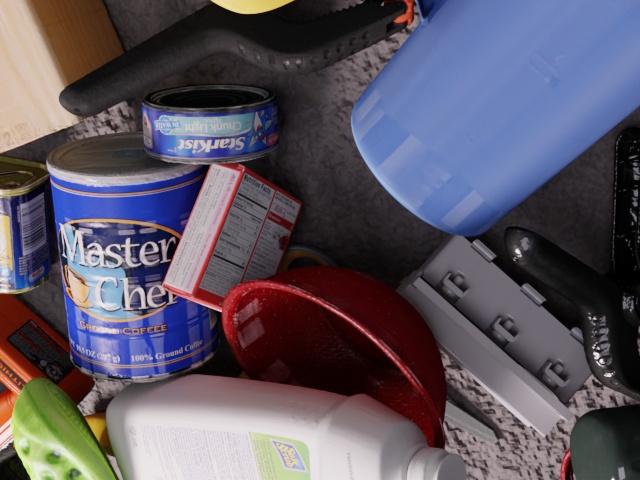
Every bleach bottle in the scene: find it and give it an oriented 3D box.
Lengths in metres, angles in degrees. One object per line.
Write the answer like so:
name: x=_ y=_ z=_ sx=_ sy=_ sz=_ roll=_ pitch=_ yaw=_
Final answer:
bleach bottle: x=-0.022 y=0.136 z=0.647 sx=0.251 sy=0.068 sz=0.102 roll=-1 pitch=114 yaw=41

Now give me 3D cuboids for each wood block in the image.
wood block: x=-0.207 y=-0.167 z=0.676 sx=0.090 sy=0.090 sz=0.206 roll=-17 pitch=103 yaw=22

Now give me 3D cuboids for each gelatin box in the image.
gelatin box: x=-0.054 y=0.001 z=0.677 sx=0.030 sy=0.073 sz=0.089 roll=17 pitch=84 yaw=33

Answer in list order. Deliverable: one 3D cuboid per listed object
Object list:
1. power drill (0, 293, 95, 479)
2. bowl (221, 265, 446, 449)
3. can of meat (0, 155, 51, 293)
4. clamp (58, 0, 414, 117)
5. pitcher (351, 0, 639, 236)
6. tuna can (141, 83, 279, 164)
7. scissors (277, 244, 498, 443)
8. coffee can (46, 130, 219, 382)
power drill: x=-0.276 y=0.125 z=0.829 sx=0.184 sy=0.057 sz=0.188 roll=41 pitch=120 yaw=-3
bowl: x=0.019 y=0.069 z=0.649 sx=0.162 sy=0.055 sz=0.162 roll=28 pitch=146 yaw=21
can of meat: x=-0.243 y=-0.014 z=0.765 sx=0.102 sy=0.057 sz=0.084 roll=11 pitch=115 yaw=15
clamp: x=-0.051 y=-0.136 z=0.633 sx=0.210 sy=0.036 sz=0.164 roll=12 pitch=77 yaw=8
pitcher: x=0.120 y=-0.122 z=0.564 sx=0.243 sy=0.144 sz=0.149 roll=-46 pitch=54 yaw=30
tuna can: x=-0.069 y=-0.074 z=0.666 sx=0.086 sy=0.086 sz=0.034 roll=5 pitch=109 yaw=17
scissors: x=0.037 y=0.066 z=0.721 sx=0.201 sy=0.016 sz=0.096 roll=16 pitch=100 yaw=0
coffee can: x=-0.121 y=0.008 z=0.706 sx=0.103 sy=0.102 sz=0.140 roll=5 pitch=111 yaw=17
